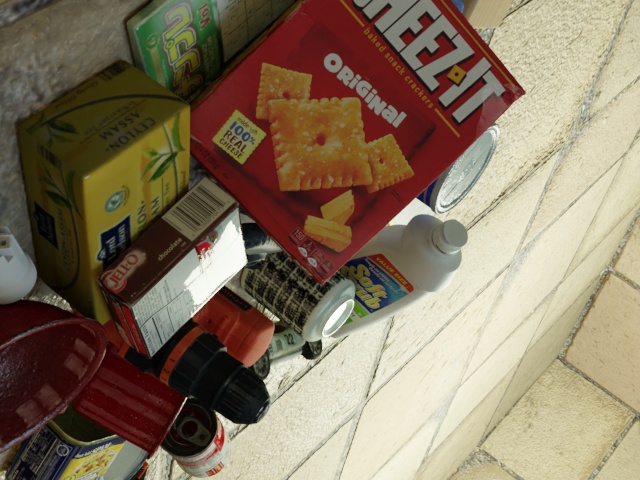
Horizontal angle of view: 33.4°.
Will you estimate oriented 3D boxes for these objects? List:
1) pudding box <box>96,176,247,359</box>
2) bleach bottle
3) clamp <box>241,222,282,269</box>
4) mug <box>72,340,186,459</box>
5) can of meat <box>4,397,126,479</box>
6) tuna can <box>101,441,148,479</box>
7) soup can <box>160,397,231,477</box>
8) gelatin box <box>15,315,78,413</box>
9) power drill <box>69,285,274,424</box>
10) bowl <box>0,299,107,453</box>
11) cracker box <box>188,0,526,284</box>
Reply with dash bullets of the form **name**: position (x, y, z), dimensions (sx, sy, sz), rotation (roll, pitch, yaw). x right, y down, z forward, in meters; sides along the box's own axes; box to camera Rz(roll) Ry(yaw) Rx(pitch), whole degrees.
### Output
- **pudding box**: position (-0.104, 0.021, 0.773), dimensions (0.113, 0.039, 0.090), rotation (-44, 159, -21)
- **bleach bottle**: position (0.066, 0.026, 1.114), dimensions (0.068, 0.102, 0.251), rotation (-32, 178, -34)
- **clamp**: position (-0.056, 0.001, 0.979), dimensions (0.120, 0.039, 0.171), rotation (-26, 171, 23)
- **mug**: position (-0.160, 0.125, 0.935), dimensions (0.093, 0.081, 0.117), rotation (-58, -174, 19)
- **can of meat**: position (-0.223, 0.187, 0.954), dimensions (0.084, 0.057, 0.102), rotation (-57, 159, 16)
- **tuna can**: position (-0.205, 0.210, 1.062), dimensions (0.086, 0.034, 0.086), rotation (-44, 158, -23)
- **soup can**: position (-0.138, 0.217, 1.172), dimensions (0.068, 0.068, 0.102), rotation (-47, 159, -16)
- **gelatin box**: position (-0.221, 0.105, 0.861), dimensions (0.089, 0.030, 0.073), rotation (-60, 159, 15)
- **power drill**: position (-0.100, 0.080, 0.893), dimensions (0.057, 0.184, 0.187), rotation (-56, 169, 7)
- **bowl**: position (-0.233, 0.093, 0.756), dimensions (0.162, 0.055, 0.162), rotation (-37, 160, -16)
- **cracker box**: position (0.019, -0.098, 0.792), dimensions (0.214, 0.164, 0.072), rotation (-43, -165, 1)
